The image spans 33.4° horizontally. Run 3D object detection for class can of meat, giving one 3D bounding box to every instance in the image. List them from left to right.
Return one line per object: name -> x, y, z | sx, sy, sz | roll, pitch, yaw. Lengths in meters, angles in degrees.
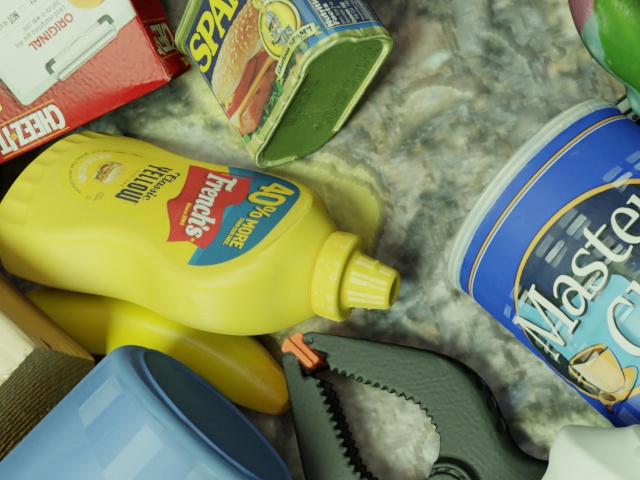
can of meat -> -0.019, -0.098, 0.524 | 0.057, 0.102, 0.084 | -17, 66, -35

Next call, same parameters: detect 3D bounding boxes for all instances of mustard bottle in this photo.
mustard bottle -> -0.053, 0.000, 0.514 | 0.192, 0.058, 0.096 | 15, 38, 20

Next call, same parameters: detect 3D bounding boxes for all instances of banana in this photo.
banana -> -0.106, 0.055, 0.543 | 0.198, 0.037, 0.069 | -4, 95, 19

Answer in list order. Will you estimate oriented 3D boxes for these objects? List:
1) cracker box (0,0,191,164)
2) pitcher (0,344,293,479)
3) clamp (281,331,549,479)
cracker box -> -0.189, -0.150, 0.558 | 0.164, 0.072, 0.213 | -23, 101, 11
pitcher -> -0.116, 0.173, 0.462 | 0.243, 0.149, 0.145 | -48, 54, 2
clamp -> 0.054, 0.123, 0.468 | 0.210, 0.036, 0.164 | 36, 88, 20
